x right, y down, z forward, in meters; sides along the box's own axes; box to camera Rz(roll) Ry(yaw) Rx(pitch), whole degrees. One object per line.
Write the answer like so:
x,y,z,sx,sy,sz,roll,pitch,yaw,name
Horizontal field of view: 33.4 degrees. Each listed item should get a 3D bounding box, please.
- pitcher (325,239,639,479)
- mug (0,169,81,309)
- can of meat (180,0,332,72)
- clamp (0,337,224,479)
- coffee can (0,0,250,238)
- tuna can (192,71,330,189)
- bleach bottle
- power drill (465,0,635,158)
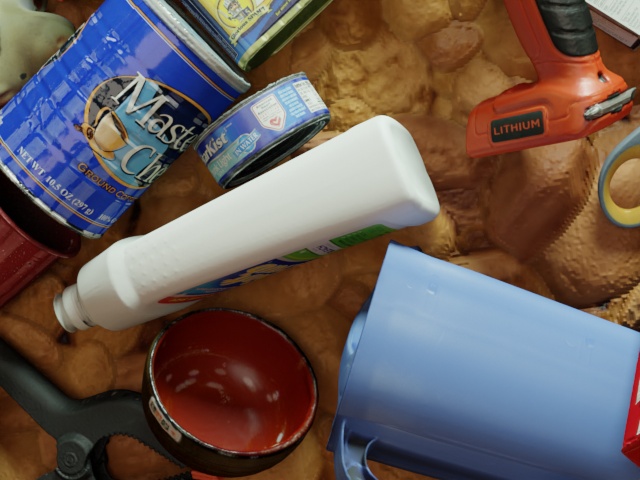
0.128,0.105,0.633,0.243,0.145,0.149,17,94,4,pitcher
-0.227,-0.010,0.704,0.081,0.093,0.117,-39,90,12,mug
-0.041,-0.172,0.690,0.102,0.057,0.084,-42,88,8,can of meat
-0.168,0.154,0.725,0.210,0.036,0.164,12,95,12,clamp
-0.129,-0.086,0.681,0.140,0.102,0.103,-44,85,7,coffee can
-0.036,-0.068,0.677,0.086,0.086,0.034,-34,88,7,tuna can
-0.054,0.001,0.684,0.251,0.102,0.068,-23,82,14,bleach bottle
0.100,-0.147,0.641,0.057,0.185,0.187,-27,104,-35,power drill
